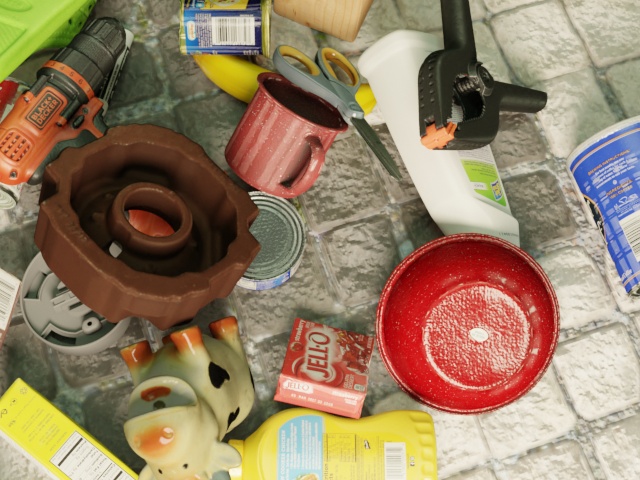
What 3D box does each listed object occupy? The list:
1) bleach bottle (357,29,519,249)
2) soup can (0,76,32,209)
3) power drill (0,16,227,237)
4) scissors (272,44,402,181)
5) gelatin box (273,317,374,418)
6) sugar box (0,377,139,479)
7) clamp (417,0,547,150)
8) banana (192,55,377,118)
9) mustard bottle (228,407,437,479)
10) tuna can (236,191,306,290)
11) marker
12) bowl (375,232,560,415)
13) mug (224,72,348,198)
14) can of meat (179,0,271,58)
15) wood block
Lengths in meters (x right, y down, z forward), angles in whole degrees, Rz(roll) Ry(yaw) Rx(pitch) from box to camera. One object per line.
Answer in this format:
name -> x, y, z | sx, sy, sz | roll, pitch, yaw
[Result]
bleach bottle -> 0.118, -0.066, 0.974 | 0.102, 0.068, 0.251 | 1, 65, -45
soup can -> -0.288, -0.088, 0.963 | 0.068, 0.068, 0.102 | 15, 69, 1
power drill -> -0.178, -0.085, 0.946 | 0.187, 0.057, 0.184 | 37, 68, -10
scissors -> 0.010, -0.122, 0.946 | 0.096, 0.016, 0.202 | 13, 34, -20
gelatin box -> 0.005, 0.107, 0.905 | 0.073, 0.030, 0.089 | 14, 29, 2
sugar box -> -0.181, 0.187, 0.853 | 0.176, 0.093, 0.048 | 34, 71, 8
clamp -> 0.141, -0.136, 0.963 | 0.164, 0.036, 0.209 | 46, 42, -20
banana -> -0.030, -0.146, 1.024 | 0.197, 0.037, 0.069 | 11, 39, -3
mustard bottle -> -0.002, 0.188, 0.883 | 0.191, 0.058, 0.096 | 2, 67, -4
tuna can -> -0.056, 0.001, 0.964 | 0.086, 0.034, 0.086 | 1, 69, -4
marker -> -0.205, -0.147, 1.018 | 0.020, 0.020, 0.121 | 14, 69, 1
bowl -> 0.128, 0.076, 0.902 | 0.162, 0.055, 0.162 | 0, 96, 0
mug -> -0.030, -0.085, 0.952 | 0.093, 0.082, 0.117 | 13, 29, -37
can of meat -> -0.089, -0.216, 1.017 | 0.084, 0.057, 0.102 | 0, 37, -1
wood block -> 0.017, -0.285, 0.986 | 0.090, 0.206, 0.090 | 22, 69, 4
